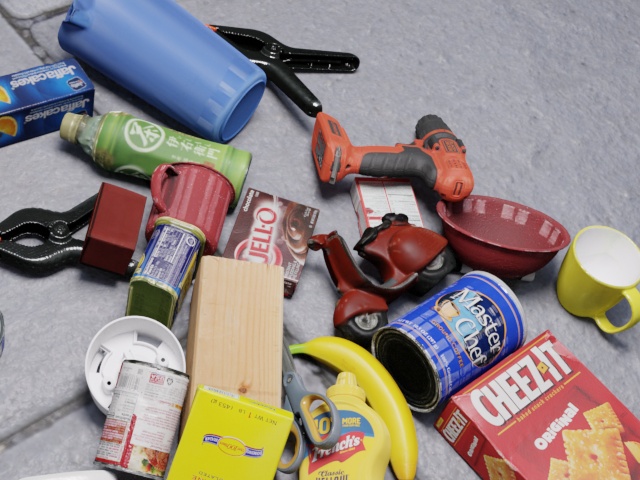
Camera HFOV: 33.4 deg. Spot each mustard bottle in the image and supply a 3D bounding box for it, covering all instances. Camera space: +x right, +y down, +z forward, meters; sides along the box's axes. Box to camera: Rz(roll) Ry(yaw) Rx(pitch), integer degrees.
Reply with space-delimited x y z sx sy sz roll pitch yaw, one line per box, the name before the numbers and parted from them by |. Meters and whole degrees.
mustard bottle | 0.022 0.217 1.057 0.096 0.058 0.191 -11 50 20

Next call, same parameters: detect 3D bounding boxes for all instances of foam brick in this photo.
foam brick | -0.222 -0.012 1.142 0.051 0.053 0.078 16 50 -14

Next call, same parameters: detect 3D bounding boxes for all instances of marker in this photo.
marker | 0.199 0.034 1.286 0.121 0.020 0.020 7 52 -11

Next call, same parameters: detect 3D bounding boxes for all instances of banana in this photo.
banana | 0.049 0.166 1.135 0.069 0.037 0.198 -42 67 -5

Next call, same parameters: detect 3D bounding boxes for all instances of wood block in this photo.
wood block | -0.090 0.128 1.088 0.090 0.090 0.206 9 51 -11

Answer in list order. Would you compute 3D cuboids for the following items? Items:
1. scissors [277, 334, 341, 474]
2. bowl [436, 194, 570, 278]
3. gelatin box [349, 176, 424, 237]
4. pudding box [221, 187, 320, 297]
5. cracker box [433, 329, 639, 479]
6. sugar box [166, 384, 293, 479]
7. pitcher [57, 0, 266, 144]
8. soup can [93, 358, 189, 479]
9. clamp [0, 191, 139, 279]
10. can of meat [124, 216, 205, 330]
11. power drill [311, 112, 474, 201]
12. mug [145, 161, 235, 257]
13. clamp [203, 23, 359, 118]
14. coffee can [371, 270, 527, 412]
scissors | -0.038 0.165 1.101 0.016 0.096 0.202 35 4 -33
bowl | 0.211 0.001 1.269 0.162 0.055 0.162 9 23 -4
gelatin box | 0.081 -0.035 1.299 0.073 0.030 0.089 0 52 -17
pudding box | -0.058 0.002 1.226 0.090 0.039 0.113 18 51 -1
cracker box | 0.254 0.218 1.126 0.163 0.072 0.214 -28 65 -32
sugar box | -0.095 0.227 0.963 0.093 0.048 0.176 18 87 -2
pitcher | -0.187 -0.229 1.320 0.243 0.145 0.149 36 64 8
soup can | -0.168 0.169 1.009 0.068 0.068 0.102 15 76 -5
clamp | -0.277 0.004 1.164 0.171 0.039 0.120 -16 56 -26
can of meat | -0.165 0.040 1.127 0.057 0.102 0.084 20 53 0
power drill | 0.086 -0.115 1.321 0.187 0.057 0.184 4 29 -10
mug | -0.152 -0.035 1.184 0.093 0.117 0.081 -6 53 23
clamp | -0.063 -0.230 1.392 0.210 0.036 0.164 19 37 3
coffee can | 0.140 0.108 1.159 0.140 0.103 0.103 -28 65 -31
